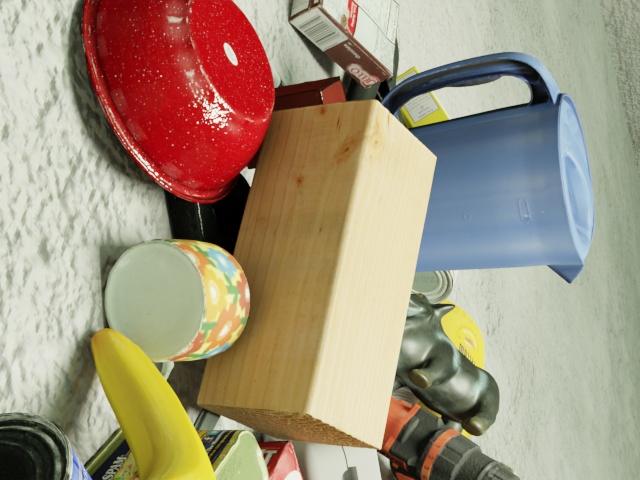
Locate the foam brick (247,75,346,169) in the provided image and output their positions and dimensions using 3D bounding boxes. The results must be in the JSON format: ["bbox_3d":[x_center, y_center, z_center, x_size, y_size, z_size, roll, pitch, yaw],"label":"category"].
[{"bbox_3d":[-0.021,-0.091,0.822,0.051,0.078,0.053,-45,123,-61],"label":"foam brick"}]

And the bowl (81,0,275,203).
[{"bbox_3d":[-0.077,-0.108,0.678,0.162,0.055,0.162,41,38,-43],"label":"bowl"}]

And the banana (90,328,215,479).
[{"bbox_3d":[-0.084,0.099,0.537,0.069,0.037,0.198,60,-6,-19],"label":"banana"}]

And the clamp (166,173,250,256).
[{"bbox_3d":[-0.055,0.001,0.762,0.120,0.039,0.171,-66,143,-47],"label":"clamp"}]

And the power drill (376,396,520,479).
[{"bbox_3d":[0.111,0.214,0.951,0.057,0.185,0.187,-48,144,-19],"label":"power drill"}]

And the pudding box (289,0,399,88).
[{"bbox_3d":[0.025,-0.208,0.978,0.113,0.039,0.090,37,48,-40],"label":"pudding box"}]

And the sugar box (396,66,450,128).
[{"bbox_3d":[0.134,-0.095,1.139,0.093,0.048,0.176,49,14,-52],"label":"sugar box"}]

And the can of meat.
[{"bbox_3d":[-0.086,0.146,0.593,0.102,0.084,0.057,-49,129,-60],"label":"can of meat"}]

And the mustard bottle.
[{"bbox_3d":[0.131,0.153,1.112,0.096,0.058,0.191,51,30,-25],"label":"mustard bottle"}]

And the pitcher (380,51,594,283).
[{"bbox_3d":[0.091,-0.045,0.859,0.145,0.243,0.149,44,44,-56],"label":"pitcher"}]

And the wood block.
[{"bbox_3d":[0.001,0.022,0.700,0.090,0.090,0.206,34,62,-48],"label":"wood block"}]
